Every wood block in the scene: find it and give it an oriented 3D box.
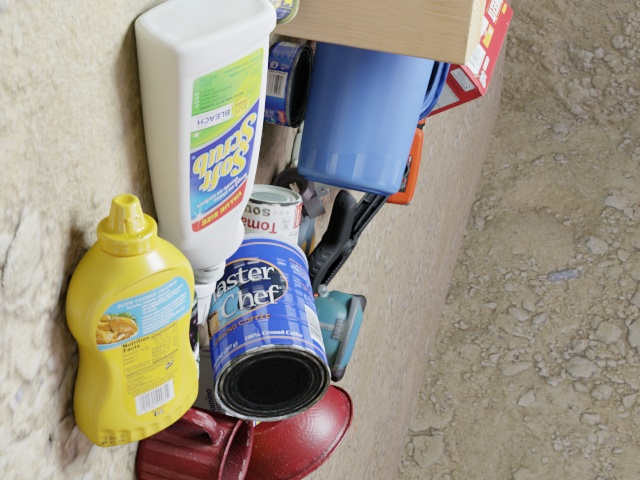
[{"bbox_3d":[0.043,-0.228,0.966,0.090,0.206,0.091,-55,153,-60],"label":"wood block"}]

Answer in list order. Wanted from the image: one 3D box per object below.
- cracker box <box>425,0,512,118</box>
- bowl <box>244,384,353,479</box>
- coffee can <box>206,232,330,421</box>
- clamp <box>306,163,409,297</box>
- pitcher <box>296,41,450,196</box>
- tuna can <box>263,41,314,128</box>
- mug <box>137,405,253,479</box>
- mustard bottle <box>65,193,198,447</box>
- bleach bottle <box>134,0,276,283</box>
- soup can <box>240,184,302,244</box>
[{"bbox_3d":[0.113,-0.211,1.284,0.072,0.214,0.164,47,46,-27],"label":"cracker box"},{"bbox_3d":[-0.044,0.206,1.214,0.055,0.162,0.162,56,36,-25],"label":"bowl"},{"bbox_3d":[-0.052,0.077,0.966,0.140,0.102,0.103,-103,-171,-45],"label":"coffee can"},{"bbox_3d":[0.030,-0.007,1.293,0.164,0.036,0.210,-35,159,-49],"label":"clamp"},{"bbox_3d":[0.059,-0.171,1.097,0.145,0.149,0.243,-25,127,-88],"label":"pitcher"},{"bbox_3d":[-0.034,-0.159,1.089,0.086,0.034,0.086,13,90,-77],"label":"tuna can"},{"bbox_3d":[-0.115,0.186,0.960,0.117,0.081,0.093,86,21,-52],"label":"mug"},{"bbox_3d":[-0.135,0.053,0.767,0.096,0.058,0.192,-23,131,-34],"label":"mustard bottle"},{"bbox_3d":[-0.087,-0.069,0.838,0.102,0.068,0.251,-30,141,-30],"label":"bleach bottle"},{"bbox_3d":[-0.057,0.001,1.067,0.068,0.068,0.102,-43,143,-68],"label":"soup can"}]
